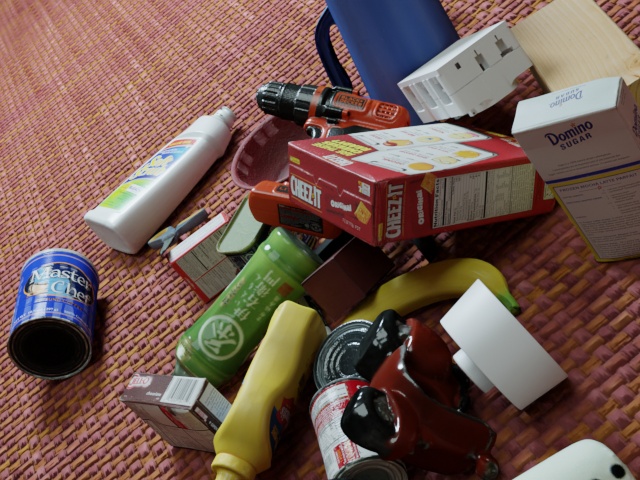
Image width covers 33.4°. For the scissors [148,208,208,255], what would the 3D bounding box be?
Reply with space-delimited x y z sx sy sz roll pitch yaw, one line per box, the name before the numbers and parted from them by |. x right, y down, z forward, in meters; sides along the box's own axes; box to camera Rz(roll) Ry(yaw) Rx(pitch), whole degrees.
scissors | -0.173 -0.012 1.338 0.096 0.016 0.202 -34 10 -13

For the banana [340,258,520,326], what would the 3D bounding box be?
banana | 0.099 0.055 1.033 0.198 0.037 0.069 -16 40 31

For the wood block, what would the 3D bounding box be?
wood block | 0.276 -0.163 1.077 0.091 0.090 0.206 -31 34 11

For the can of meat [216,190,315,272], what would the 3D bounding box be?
can of meat | -0.058 0.001 1.208 0.058 0.084 0.102 -5 46 41

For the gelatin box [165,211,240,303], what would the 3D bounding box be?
gelatin box | -0.125 0.019 1.262 0.089 0.073 0.030 -38 33 2

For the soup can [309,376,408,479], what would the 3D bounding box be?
soup can | 0.032 0.177 0.924 0.068 0.068 0.102 -32 34 10

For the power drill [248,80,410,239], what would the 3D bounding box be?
power drill | -0.011 -0.098 1.181 0.185 0.057 0.187 13 56 17

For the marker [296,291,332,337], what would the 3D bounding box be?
marker | -0.011 0.075 1.133 0.020 0.020 0.121 -37 33 3

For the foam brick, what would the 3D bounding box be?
foam brick | 0.029 0.035 1.076 0.053 0.051 0.078 -41 0 37

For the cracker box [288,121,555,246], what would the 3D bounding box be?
cracker box | 0.099 -0.060 1.047 0.213 0.072 0.164 -11 22 -28

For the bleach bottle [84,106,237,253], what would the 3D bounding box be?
bleach bottle | -0.212 -0.094 1.495 0.103 0.068 0.250 14 57 51

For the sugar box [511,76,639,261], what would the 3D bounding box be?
sugar box | 0.243 -0.056 0.899 0.094 0.176 0.048 -12 41 35

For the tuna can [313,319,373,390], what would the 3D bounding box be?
tuna can | 0.036 0.118 1.004 0.086 0.033 0.086 -21 51 28

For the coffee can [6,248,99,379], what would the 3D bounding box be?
coffee can | -0.336 0.092 1.353 0.103 0.102 0.140 -29 34 14

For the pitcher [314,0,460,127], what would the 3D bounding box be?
pitcher | 0.072 -0.253 1.242 0.149 0.242 0.145 -36 29 -8

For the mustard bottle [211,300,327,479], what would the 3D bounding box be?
mustard bottle | -0.054 0.157 1.009 0.058 0.096 0.191 20 58 11

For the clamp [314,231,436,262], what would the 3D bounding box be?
clamp | 0.060 -0.037 1.182 0.165 0.036 0.210 -16 40 27

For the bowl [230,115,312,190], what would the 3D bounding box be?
bowl | -0.032 -0.106 1.338 0.162 0.055 0.162 -26 35 19

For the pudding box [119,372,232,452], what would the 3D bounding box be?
pudding box | -0.133 0.174 1.069 0.114 0.090 0.039 0 50 43
